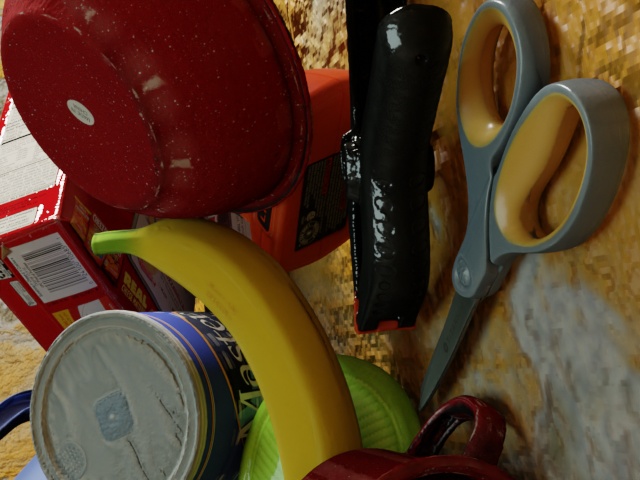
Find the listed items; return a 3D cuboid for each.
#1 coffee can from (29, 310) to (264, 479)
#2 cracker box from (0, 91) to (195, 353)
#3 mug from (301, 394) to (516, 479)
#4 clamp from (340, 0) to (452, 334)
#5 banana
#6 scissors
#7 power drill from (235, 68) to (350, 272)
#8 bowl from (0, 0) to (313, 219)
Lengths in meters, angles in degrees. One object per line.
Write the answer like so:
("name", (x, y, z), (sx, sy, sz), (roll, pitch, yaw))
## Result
("coffee can", (-0.069, 0.088, 0.572), (0.140, 0.103, 0.103), (6, -111, -63))
("cracker box", (-0.143, -0.021, 0.693), (0.213, 0.072, 0.164), (-93, -18, -46))
("mug", (0.035, 0.113, 0.409), (0.117, 0.093, 0.082), (-66, 15, -11))
("clamp", (0.026, -0.042, 0.432), (0.120, 0.039, 0.171), (-90, 2, -50))
("banana", (-0.025, 0.059, 0.478), (0.198, 0.070, 0.037), (56, -166, 15))
("scissors", (0.055, -0.010, 0.395), (0.202, 0.016, 0.096), (118, 141, -62))
("power drill", (-0.056, -0.084, 0.531), (0.188, 0.057, 0.184), (37, 138, 33))
("bowl", (-0.082, -0.065, 0.446), (0.162, 0.055, 0.162), (28, 141, 25))
